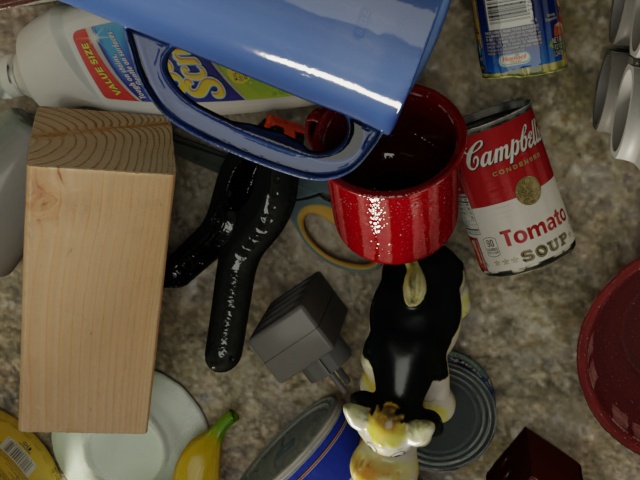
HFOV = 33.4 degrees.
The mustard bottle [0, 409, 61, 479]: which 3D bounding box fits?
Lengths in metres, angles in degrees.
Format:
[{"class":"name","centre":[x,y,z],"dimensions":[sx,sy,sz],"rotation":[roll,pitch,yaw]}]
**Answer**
[{"class":"mustard bottle","centre":[-0.259,0.195,0.765],"dimensions":[0.058,0.191,0.096],"rotation":[-38,96,15]}]

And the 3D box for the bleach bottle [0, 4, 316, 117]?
[{"class":"bleach bottle","centre":[-0.105,-0.123,0.727],"dimensions":[0.251,0.068,0.102],"rotation":[-8,115,15]}]

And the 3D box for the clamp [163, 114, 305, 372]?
[{"class":"clamp","centre":[-0.055,0.001,0.721],"dimensions":[0.039,0.120,0.172],"rotation":[6,126,-39]}]

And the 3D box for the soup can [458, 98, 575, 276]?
[{"class":"soup can","centre":[0.123,-0.035,0.712],"dimensions":[0.068,0.068,0.102],"rotation":[-18,102,13]}]

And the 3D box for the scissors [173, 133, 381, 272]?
[{"class":"scissors","centre":[-0.027,-0.055,0.756],"dimensions":[0.201,0.016,0.096],"rotation":[37,106,-2]}]

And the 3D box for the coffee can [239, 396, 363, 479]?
[{"class":"coffee can","centre":[0.021,0.198,0.770],"dimensions":[0.103,0.102,0.140],"rotation":[-42,95,16]}]

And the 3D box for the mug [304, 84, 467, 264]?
[{"class":"mug","centre":[0.036,-0.044,0.675],"dimensions":[0.117,0.093,0.081],"rotation":[31,154,27]}]

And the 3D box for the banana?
[{"class":"banana","centre":[-0.071,0.228,0.821],"dimensions":[0.070,0.037,0.198],"rotation":[-13,107,11]}]

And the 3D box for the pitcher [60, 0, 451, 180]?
[{"class":"pitcher","centre":[-0.051,-0.148,0.594],"dimensions":[0.243,0.149,0.145],"rotation":[19,147,0]}]

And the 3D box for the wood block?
[{"class":"wood block","centre":[-0.154,0.024,0.725],"dimensions":[0.090,0.090,0.206],"rotation":[4,120,-12]}]

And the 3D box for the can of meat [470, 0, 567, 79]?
[{"class":"can of meat","centre":[0.120,-0.149,0.666],"dimensions":[0.057,0.102,0.084],"rotation":[-8,105,10]}]

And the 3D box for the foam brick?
[{"class":"foam brick","centre":[0.153,0.181,0.759],"dimensions":[0.051,0.078,0.053],"rotation":[35,107,-3]}]

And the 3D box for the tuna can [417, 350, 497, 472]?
[{"class":"tuna can","centre":[0.085,0.122,0.776],"dimensions":[0.086,0.033,0.086],"rotation":[2,105,8]}]
